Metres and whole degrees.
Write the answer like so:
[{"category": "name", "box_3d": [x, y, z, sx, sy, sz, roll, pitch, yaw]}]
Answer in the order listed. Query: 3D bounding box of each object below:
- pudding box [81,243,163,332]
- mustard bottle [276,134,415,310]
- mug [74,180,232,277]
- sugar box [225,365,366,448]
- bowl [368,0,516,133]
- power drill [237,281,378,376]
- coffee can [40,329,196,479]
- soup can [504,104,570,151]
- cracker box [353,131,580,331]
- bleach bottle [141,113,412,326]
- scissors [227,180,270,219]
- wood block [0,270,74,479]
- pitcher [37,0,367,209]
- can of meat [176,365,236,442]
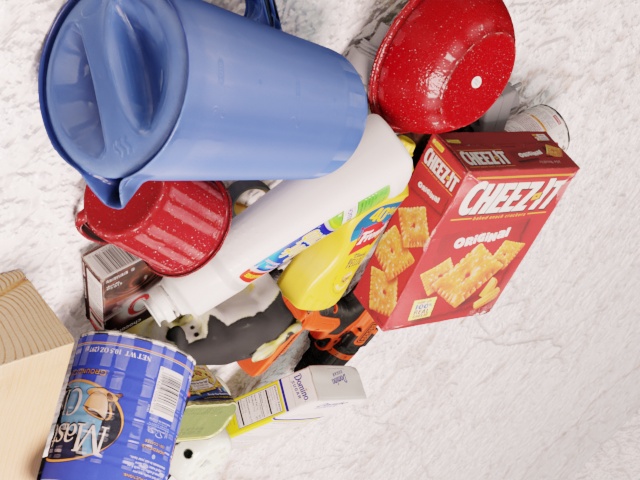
[{"category": "pudding box", "box_3d": [-0.149, 0.026, 0.922, 0.113, 0.039, 0.090, -27, 149, -27]}, {"category": "mustard bottle", "box_3d": [0.034, -0.021, 1.040, 0.192, 0.058, 0.096, -57, 160, 23]}, {"category": "mug", "box_3d": [-0.139, -0.024, 0.834, 0.117, 0.093, 0.081, -15, 155, 24]}, {"category": "sugar box", "box_3d": [-0.046, 0.185, 1.178, 0.176, 0.048, 0.093, -30, 158, 30]}, {"category": "bowl", "box_3d": [0.118, -0.150, 0.921, 0.161, 0.055, 0.162, -31, 144, -26]}, {"category": "power drill", "box_3d": [-0.013, 0.105, 1.184, 0.187, 0.057, 0.185, 1, 131, -54]}, {"category": "coffee can", "box_3d": [-0.170, 0.158, 0.893, 0.102, 0.103, 0.140, 57, 41, -61]}, {"category": "soup can", "box_3d": [0.220, -0.104, 1.192, 0.102, 0.069, 0.068, -28, 147, -29]}, {"category": "cracker box", "box_3d": [0.150, -0.009, 1.108, 0.163, 0.072, 0.214, -6, 135, -37]}, {"category": "bleach bottle", "box_3d": [-0.040, -0.009, 0.912, 0.250, 0.068, 0.102, -35, 172, -11]}, {"category": "scissors", "box_3d": [-0.057, 0.001, 1.032, 0.096, 0.016, 0.201, -41, 151, -2]}, {"category": "wood block", "box_3d": [-0.276, 0.136, 0.853, 0.090, 0.090, 0.206, -15, 140, -42]}, {"category": "pitcher", "box_3d": [-0.068, -0.113, 0.767, 0.149, 0.145, 0.242, -42, 159, 27]}, {"category": "can of meat", "box_3d": [-0.141, 0.150, 1.048, 0.057, 0.084, 0.101, -54, 150, 17]}]
